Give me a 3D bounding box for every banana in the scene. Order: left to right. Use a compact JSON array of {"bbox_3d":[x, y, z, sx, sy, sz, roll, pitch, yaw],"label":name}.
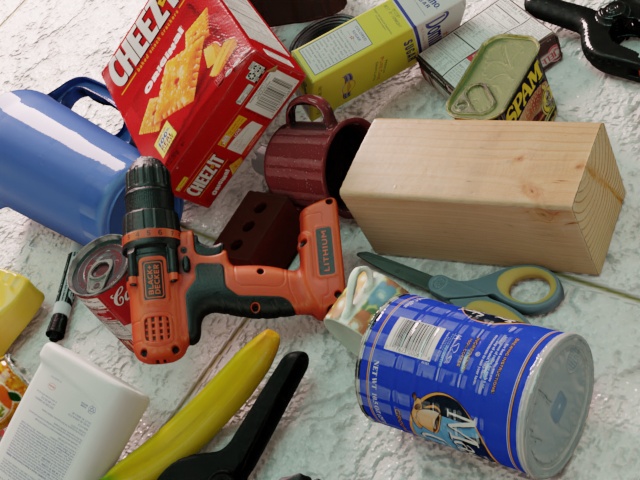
[{"bbox_3d":[-0.105,0.151,0.881,0.197,0.069,0.037,-42,80,-10],"label":"banana"}]

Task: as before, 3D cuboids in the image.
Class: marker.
[{"bbox_3d":[-0.258,0.052,1.090,0.020,0.020,0.121,-13,47,20],"label":"marker"}]

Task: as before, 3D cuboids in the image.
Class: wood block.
[{"bbox_3d":[0.134,-0.040,0.891,0.206,0.090,0.090,5,55,34],"label":"wood block"}]

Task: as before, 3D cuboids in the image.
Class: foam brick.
[{"bbox_3d":[-0.057,0.001,0.993,0.053,0.051,0.078,11,59,37],"label":"foam brick"}]

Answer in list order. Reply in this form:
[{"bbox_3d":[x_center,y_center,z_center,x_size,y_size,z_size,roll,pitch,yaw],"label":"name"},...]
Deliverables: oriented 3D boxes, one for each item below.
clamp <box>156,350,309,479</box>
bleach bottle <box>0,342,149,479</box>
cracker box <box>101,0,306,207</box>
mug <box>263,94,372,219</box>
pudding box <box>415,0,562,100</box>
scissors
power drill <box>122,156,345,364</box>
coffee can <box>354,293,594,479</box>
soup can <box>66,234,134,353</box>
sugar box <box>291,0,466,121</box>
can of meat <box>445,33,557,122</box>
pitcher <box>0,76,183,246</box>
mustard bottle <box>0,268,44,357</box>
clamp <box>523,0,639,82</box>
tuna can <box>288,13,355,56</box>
[{"bbox_3d":[-0.069,0.188,0.842,0.210,0.036,0.164,-25,52,11],"label":"clamp"},{"bbox_3d":[-0.244,0.217,0.880,0.103,0.068,0.251,25,81,27],"label":"bleach bottle"},{"bbox_3d":[-0.124,-0.162,1.043,0.164,0.072,0.214,-52,45,19],"label":"cracker box"},{"bbox_3d":[-0.002,-0.080,0.991,0.082,0.117,0.093,8,36,40],"label":"mug"},{"bbox_3d":[0.162,-0.178,1.034,0.113,0.039,0.090,-33,43,-2],"label":"pudding box"},{"bbox_3d":[0.120,0.030,0.891,0.096,0.016,0.202,-39,44,-8],"label":"scissors"},{"bbox_3d":[-0.076,0.009,0.919,0.187,0.057,0.184,-6,75,-3],"label":"power drill"},{"bbox_3d":[0.111,0.102,0.771,0.141,0.102,0.102,13,60,37],"label":"coffee can"},{"bbox_3d":[-0.177,0.052,0.982,0.069,0.102,0.068,-16,46,17],"label":"soup can"},{"bbox_3d":[0.057,-0.190,1.046,0.176,0.093,0.048,-28,76,-8],"label":"sugar box"},{"bbox_3d":[0.164,-0.117,0.946,0.058,0.084,0.102,13,60,37],"label":"can of meat"},{"bbox_3d":[-0.250,-0.074,1.119,0.243,0.149,0.144,26,30,38],"label":"pitcher"},{"bbox_3d":[-0.362,0.117,1.065,0.096,0.058,0.191,8,58,36],"label":"mustard bottle"},{"bbox_3d":[0.280,-0.211,0.994,0.120,0.039,0.171,-35,50,4],"label":"clamp"},{"bbox_3d":[0.011,-0.202,1.145,0.086,0.033,0.086,-16,46,17],"label":"tuna can"}]
